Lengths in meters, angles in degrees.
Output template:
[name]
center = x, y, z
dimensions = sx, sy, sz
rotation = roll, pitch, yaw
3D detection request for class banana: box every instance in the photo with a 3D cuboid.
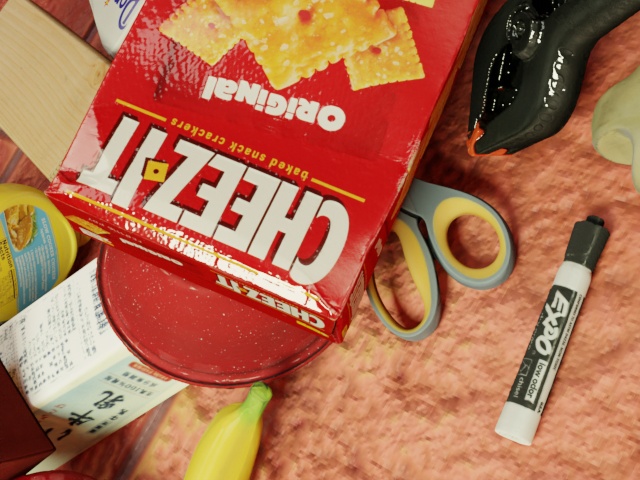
[banana]
center = -0.069, 0.172, 0.581
dimensions = 0.037, 0.069, 0.198
rotation = 15, 78, 1

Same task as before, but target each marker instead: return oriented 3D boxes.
[marker]
center = 0.117, 0.043, 0.533
dimensions = 0.020, 0.020, 0.121
rotation = 12, 74, 43

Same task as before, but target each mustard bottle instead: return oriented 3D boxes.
[mustard bottle]
center = -0.228, 0.013, 0.745
dimensions = 0.058, 0.096, 0.191
rotation = 15, 32, 34

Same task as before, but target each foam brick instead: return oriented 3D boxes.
[foam brick]
center = -0.207, 0.111, 0.633
dimensions = 0.053, 0.051, 0.078
rotation = -41, 76, 18

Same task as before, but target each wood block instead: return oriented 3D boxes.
[wood block]
center = -0.190, -0.104, 0.821
dimensions = 0.091, 0.090, 0.206
rotation = -53, 45, 1

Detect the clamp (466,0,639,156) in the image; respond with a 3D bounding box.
[clamp]
center = 0.116, -0.120, 0.555
dimensions = 0.172, 0.039, 0.120
rotation = 121, 148, -46

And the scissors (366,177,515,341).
[scissors]
center = 0.052, -0.045, 0.603
dimensions = 0.096, 0.016, 0.202
rotation = -14, 75, 21

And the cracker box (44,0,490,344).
[cracker box]
center = -0.021, -0.078, 0.563
dimensions = 0.164, 0.072, 0.213
rotation = 22, 76, 9

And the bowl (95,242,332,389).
[bowl]
center = -0.054, 0.001, 0.617
dimensions = 0.162, 0.055, 0.162
rotation = 0, 62, 1
